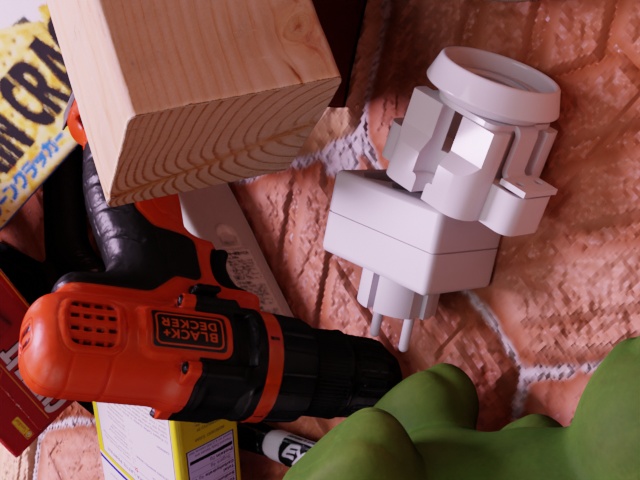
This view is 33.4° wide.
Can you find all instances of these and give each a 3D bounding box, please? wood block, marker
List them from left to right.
[{"bbox_3d":[-0.076,-0.132,0.475,0.090,0.090,0.206,127,126,-63],"label":"wood block"},{"bbox_3d":[-0.004,0.115,0.562,0.121,0.020,0.020,10,100,45],"label":"marker"}]

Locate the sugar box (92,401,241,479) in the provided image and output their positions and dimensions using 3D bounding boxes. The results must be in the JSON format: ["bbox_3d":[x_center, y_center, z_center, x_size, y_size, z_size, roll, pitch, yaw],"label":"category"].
[{"bbox_3d":[-0.086,0.111,0.597,0.093,0.048,0.176,28,132,42],"label":"sugar box"}]

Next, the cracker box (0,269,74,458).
[{"bbox_3d":[-0.255,0.020,0.669,0.214,0.072,0.164,28,155,43],"label":"cracker box"}]

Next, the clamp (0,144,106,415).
[{"bbox_3d":[-0.181,0.031,0.724,0.165,0.036,0.210,-43,62,39],"label":"clamp"}]

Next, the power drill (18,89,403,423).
[{"bbox_3d":[-0.053,0.001,0.525,0.057,0.184,0.187,-51,39,42],"label":"power drill"}]
